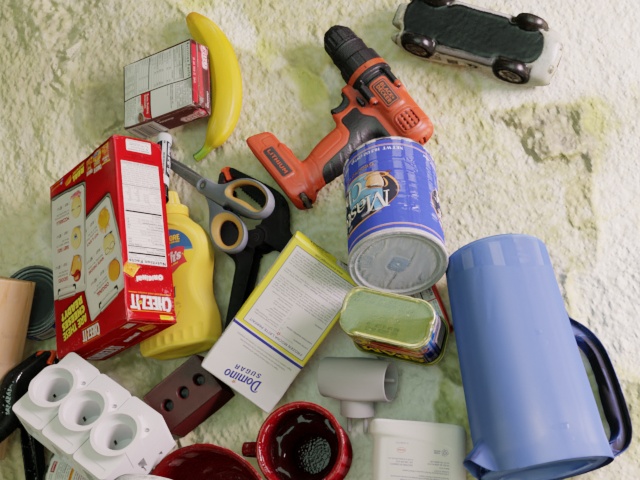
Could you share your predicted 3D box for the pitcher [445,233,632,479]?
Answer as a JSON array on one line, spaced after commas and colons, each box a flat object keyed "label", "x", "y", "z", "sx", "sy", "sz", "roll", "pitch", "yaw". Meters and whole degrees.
[{"label": "pitcher", "x": 0.210, "y": 0.121, "z": 1.075, "sx": 0.145, "sy": 0.149, "sz": 0.243, "roll": -19, "pitch": 66, "yaw": 23}]

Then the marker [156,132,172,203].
[{"label": "marker", "x": -0.186, "y": -0.083, "z": 1.255, "sx": 0.020, "sy": 0.020, "sz": 0.121, "roll": -15, "pitch": 42, "yaw": 9}]

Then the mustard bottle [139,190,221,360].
[{"label": "mustard bottle", "x": -0.166, "y": 0.034, "z": 1.220, "sx": 0.096, "sy": 0.058, "sz": 0.191, "roll": -18, "pitch": 68, "yaw": 28}]

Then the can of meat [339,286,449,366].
[{"label": "can of meat", "x": 0.075, "y": 0.088, "z": 1.098, "sx": 0.102, "sy": 0.084, "sz": 0.057, "roll": 11, "pitch": 76, "yaw": 18}]

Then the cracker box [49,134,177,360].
[{"label": "cracker box", "x": -0.236, "y": 0.012, "z": 1.200, "sx": 0.164, "sy": 0.071, "sz": 0.214, "roll": -28, "pitch": 64, "yaw": 46}]

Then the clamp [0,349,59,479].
[{"label": "clamp", "x": -0.339, "y": 0.199, "z": 1.188, "sx": 0.039, "sy": 0.120, "sz": 0.171, "roll": -6, "pitch": 67, "yaw": 32}]

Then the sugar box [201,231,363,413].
[{"label": "sugar box", "x": -0.040, "y": 0.088, "z": 1.147, "sx": 0.093, "sy": 0.048, "sz": 0.176, "roll": 37, "pitch": 101, "yaw": -3}]

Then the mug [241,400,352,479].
[{"label": "mug", "x": -0.024, "y": 0.221, "z": 1.116, "sx": 0.117, "sy": 0.081, "sz": 0.093, "roll": -5, "pitch": 72, "yaw": 12}]

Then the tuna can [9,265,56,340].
[{"label": "tuna can", "x": -0.335, "y": 0.075, "z": 1.264, "sx": 0.086, "sy": 0.033, "sz": 0.086, "roll": -4, "pitch": 72, "yaw": 13}]

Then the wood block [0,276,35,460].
[{"label": "wood block", "x": -0.399, "y": 0.140, "z": 1.205, "sx": 0.091, "sy": 0.090, "sz": 0.206, "roll": 8, "pitch": 88, "yaw": 21}]

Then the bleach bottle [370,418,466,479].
[{"label": "bleach bottle", "x": 0.092, "y": 0.310, "z": 1.072, "sx": 0.103, "sy": 0.068, "sz": 0.251, "roll": 2, "pitch": 76, "yaw": 14}]

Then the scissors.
[{"label": "scissors", "x": -0.134, "y": -0.043, "z": 1.232, "sx": 0.202, "sy": 0.016, "sz": 0.096, "roll": 14, "pitch": 82, "yaw": 39}]

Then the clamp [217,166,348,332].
[{"label": "clamp", "x": -0.058, "y": 0.001, "z": 1.215, "sx": 0.164, "sy": 0.036, "sz": 0.210, "roll": -22, "pitch": 67, "yaw": 8}]

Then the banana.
[{"label": "banana", "x": -0.129, "y": -0.196, "z": 1.295, "sx": 0.070, "sy": 0.037, "sz": 0.198, "roll": -8, "pitch": 72, "yaw": 11}]

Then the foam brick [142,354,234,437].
[{"label": "foam brick", "x": -0.144, "y": 0.171, "z": 1.177, "sx": 0.078, "sy": 0.051, "sz": 0.053, "roll": -40, "pitch": 69, "yaw": -1}]

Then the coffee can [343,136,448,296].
[{"label": "coffee can", "x": 0.077, "y": -0.026, "z": 1.131, "sx": 0.103, "sy": 0.103, "sz": 0.140, "roll": -11, "pitch": 47, "yaw": 10}]

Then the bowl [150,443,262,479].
[{"label": "bowl", "x": -0.108, "y": 0.291, "z": 1.117, "sx": 0.162, "sy": 0.055, "sz": 0.162, "roll": -1, "pitch": 87, "yaw": 24}]

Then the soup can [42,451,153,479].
[{"label": "soup can", "x": -0.242, "y": 0.265, "z": 1.164, "sx": 0.102, "sy": 0.068, "sz": 0.068, "roll": 8, "pitch": 75, "yaw": 17}]

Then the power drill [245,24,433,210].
[{"label": "power drill", "x": 0.010, "y": -0.140, "z": 1.232, "sx": 0.187, "sy": 0.057, "sz": 0.184, "roll": -37, "pitch": 68, "yaw": 0}]

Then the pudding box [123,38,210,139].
[{"label": "pudding box", "x": -0.186, "y": -0.182, "z": 1.287, "sx": 0.114, "sy": 0.039, "sz": 0.090, "roll": -14, "pitch": 68, "yaw": 29}]
